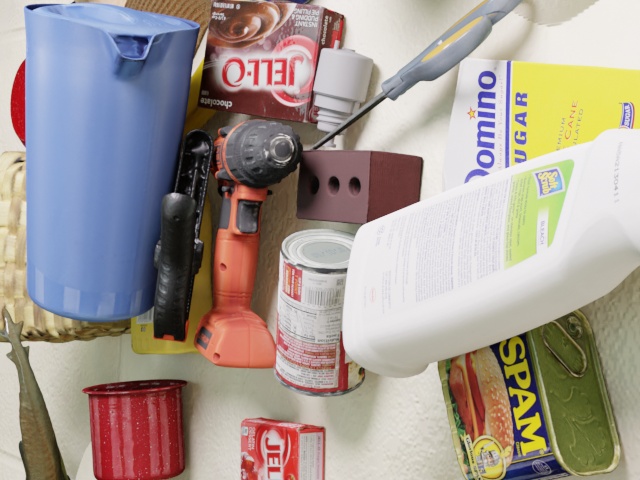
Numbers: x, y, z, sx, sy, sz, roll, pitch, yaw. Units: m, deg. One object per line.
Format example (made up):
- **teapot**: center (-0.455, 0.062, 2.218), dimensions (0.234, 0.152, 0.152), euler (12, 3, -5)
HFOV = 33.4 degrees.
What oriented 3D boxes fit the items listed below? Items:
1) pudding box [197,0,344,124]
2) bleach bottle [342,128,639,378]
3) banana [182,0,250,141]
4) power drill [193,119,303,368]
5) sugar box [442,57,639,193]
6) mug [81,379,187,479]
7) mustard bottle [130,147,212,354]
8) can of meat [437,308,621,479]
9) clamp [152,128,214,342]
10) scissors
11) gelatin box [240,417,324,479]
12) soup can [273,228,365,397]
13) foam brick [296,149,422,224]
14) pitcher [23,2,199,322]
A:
- **pudding box**: center (-0.040, -0.142, 0.850), dimensions (0.114, 0.039, 0.090), euler (12, 96, 35)
- **bleach bottle**: center (0.115, 0.007, 0.587), dimensions (0.251, 0.068, 0.102), euler (-22, 55, 50)
- **banana**: center (-0.103, -0.140, 0.946), dimensions (0.198, 0.037, 0.069), euler (-50, 31, 32)
- **power drill**: center (-0.055, 0.001, 0.823), dimensions (0.185, 0.057, 0.188), euler (-170, 85, -76)
- **sugar box**: center (0.151, -0.057, 0.635), dimensions (0.177, 0.048, 0.093), euler (14, 98, 48)
- **mug**: center (-0.165, 0.169, 0.960), dimensions (0.117, 0.093, 0.081), euler (170, 96, -77)
- **mustard bottle**: center (-0.133, 0.005, 0.948), dimensions (0.096, 0.058, 0.191), euler (-8, 81, 54)
- **can of meat**: center (0.123, 0.098, 0.648), dimensions (0.084, 0.057, 0.102), euler (-29, 65, 47)
- **clamp**: center (-0.108, 0.001, 0.834), dimensions (0.120, 0.039, 0.172), euler (-75, 0, -51)
- **scissors**: center (0.053, -0.103, 0.716), dimensions (0.202, 0.096, 0.016), euler (-37, 100, 27)
- **gelatin box**: center (-0.031, 0.187, 0.838), dimensions (0.073, 0.030, 0.089), euler (-3, 85, 49)
- **soup can**: center (0.002, 0.051, 0.762), dimensions (0.069, 0.068, 0.102), euler (32, 127, 46)
- **foam brick**: center (0.027, -0.038, 0.772), dimensions (0.078, 0.051, 0.053), euler (5, 91, 49)
- **pitcher**: center (-0.176, -0.067, 0.859), dimensions (0.145, 0.149, 0.243), euler (14, 108, 19)
